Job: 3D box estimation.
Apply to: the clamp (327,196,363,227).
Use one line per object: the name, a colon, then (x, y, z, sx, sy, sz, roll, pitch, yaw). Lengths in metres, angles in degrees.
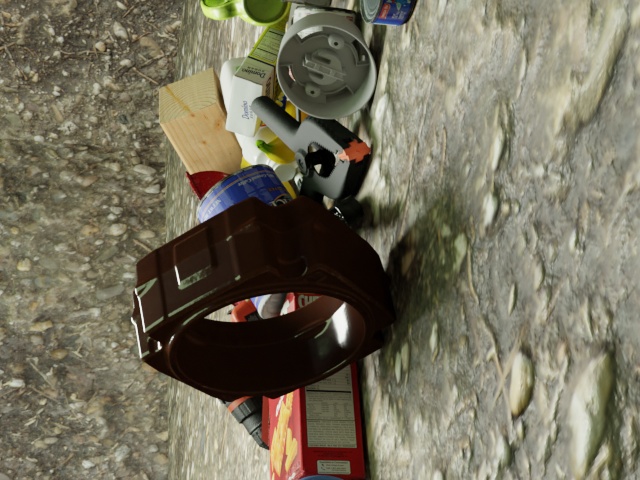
clamp: (0.006, -0.015, 1.045, 0.039, 0.120, 0.171, 63, -152, -6)

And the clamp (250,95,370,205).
clamp: (-0.011, -0.096, 1.150, 0.164, 0.036, 0.210, 67, 157, -3)

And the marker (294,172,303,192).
marker: (-0.013, -0.052, 1.299, 0.121, 0.020, 0.020, -112, 28, -62)

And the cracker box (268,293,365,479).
cracker box: (-0.012, 0.177, 1.122, 0.164, 0.072, 0.213, 112, 158, -55)

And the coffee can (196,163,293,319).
coffee can: (-0.058, 0.001, 1.172, 0.140, 0.102, 0.103, 55, 152, 20)

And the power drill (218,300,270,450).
power drill: (-0.088, 0.172, 1.396, 0.184, 0.057, 0.188, 52, 143, 13)

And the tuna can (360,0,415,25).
tuna can: (0.063, -0.239, 0.969, 0.086, 0.033, 0.086, -177, 90, -78)

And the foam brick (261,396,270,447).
foam brick: (-0.041, 0.208, 1.290, 0.051, 0.053, 0.078, -173, 86, -78)

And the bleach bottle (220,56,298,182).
bleach bottle: (-0.068, -0.160, 1.434, 0.251, 0.102, 0.068, -112, 24, -49)

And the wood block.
wood block: (-0.154, -0.138, 1.584, 0.091, 0.090, 0.206, -99, -14, -47)

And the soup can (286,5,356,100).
soup can: (0.001, -0.200, 1.158, 0.068, 0.068, 0.102, -143, 57, -75)

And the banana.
banana: (-0.034, -0.154, 1.316, 0.197, 0.037, 0.069, -75, -26, -45)

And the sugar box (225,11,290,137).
sugar box: (-0.067, -0.220, 1.374, 0.093, 0.048, 0.176, 105, -174, -48)

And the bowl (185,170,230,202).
bowl: (-0.127, -0.041, 1.507, 0.162, 0.055, 0.162, 59, 179, 1)
